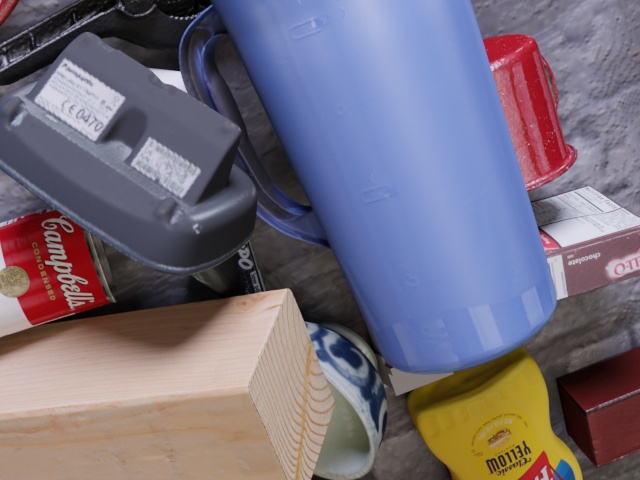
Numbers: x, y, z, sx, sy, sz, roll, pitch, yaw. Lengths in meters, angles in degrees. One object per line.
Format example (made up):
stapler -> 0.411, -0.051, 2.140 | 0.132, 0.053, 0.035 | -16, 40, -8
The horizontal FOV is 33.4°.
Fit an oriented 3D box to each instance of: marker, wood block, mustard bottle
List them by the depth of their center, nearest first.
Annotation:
wood block -> -0.108, 0.102, 0.634 | 0.206, 0.090, 0.090 | -9, 119, 21
marker -> -0.055, 0.001, 0.698 | 0.020, 0.020, 0.121 | -18, 113, -7
mustard bottle -> 0.141, 0.173, 0.790 | 0.096, 0.058, 0.191 | -28, 114, -3

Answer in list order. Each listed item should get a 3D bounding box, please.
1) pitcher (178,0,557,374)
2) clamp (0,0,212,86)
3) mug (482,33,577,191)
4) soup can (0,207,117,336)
pitcher -> 0.034, -0.050, 0.596 | 0.144, 0.149, 0.243 | -28, 106, -20
clamp -> -0.111, -0.151, 0.593 | 0.171, 0.039, 0.120 | -16, 142, -25
mug -> 0.114, -0.084, 0.679 | 0.117, 0.093, 0.081 | -34, 113, -34
soup can -> -0.183, 0.020, 0.647 | 0.102, 0.068, 0.068 | -17, 113, -7
